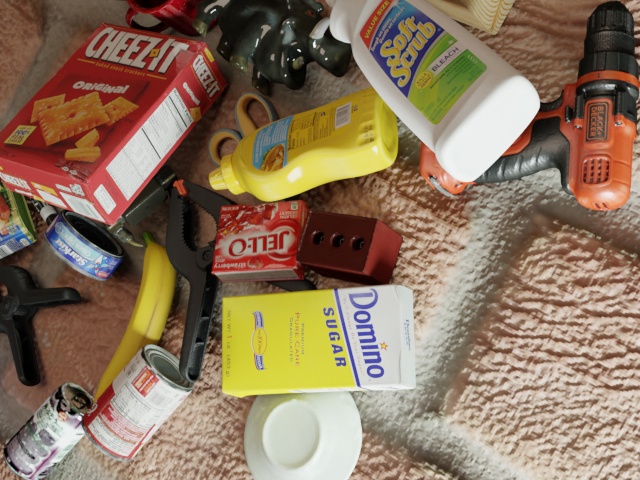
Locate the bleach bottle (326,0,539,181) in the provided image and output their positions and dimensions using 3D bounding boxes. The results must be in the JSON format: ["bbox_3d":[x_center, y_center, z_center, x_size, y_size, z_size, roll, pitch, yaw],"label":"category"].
[{"bbox_3d":[0.077,-0.161,0.947,0.102,0.068,0.251,-47,51,5],"label":"bleach bottle"}]

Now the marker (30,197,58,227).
[{"bbox_3d":[-0.330,-0.047,1.261,0.020,0.020,0.121,-47,57,12],"label":"marker"}]

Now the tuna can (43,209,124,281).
[{"bbox_3d":[-0.255,0.004,1.158,0.034,0.086,0.086,-51,56,7],"label":"tuna can"}]

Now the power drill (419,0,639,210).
[{"bbox_3d":[0.183,-0.113,0.932,0.188,0.057,0.184,-3,71,33],"label":"power drill"}]

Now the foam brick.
[{"bbox_3d":[0.027,0.008,0.996,0.078,0.051,0.053,8,74,33],"label":"foam brick"}]

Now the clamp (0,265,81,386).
[{"bbox_3d":[-0.347,0.088,1.221,0.172,0.039,0.120,21,83,41],"label":"clamp"}]

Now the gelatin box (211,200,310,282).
[{"bbox_3d":[-0.057,0.001,1.034,0.089,0.030,0.073,-3,64,19],"label":"gelatin box"}]

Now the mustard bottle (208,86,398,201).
[{"bbox_3d":[-0.022,-0.085,1.033,0.192,0.058,0.096,-16,42,20],"label":"mustard bottle"}]

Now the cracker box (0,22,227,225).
[{"bbox_3d":[-0.228,-0.132,1.135,0.164,0.072,0.213,17,60,33],"label":"cracker box"}]

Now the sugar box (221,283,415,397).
[{"bbox_3d":[-0.003,0.092,0.977,0.176,0.048,0.093,-7,76,22],"label":"sugar box"}]

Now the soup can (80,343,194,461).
[{"bbox_3d":[-0.184,0.163,1.077,0.102,0.068,0.069,-49,57,11],"label":"soup can"}]

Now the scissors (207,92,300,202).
[{"bbox_3d":[-0.062,-0.061,1.097,0.096,0.016,0.202,-29,62,24],"label":"scissors"}]

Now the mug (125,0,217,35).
[{"bbox_3d":[-0.164,-0.270,1.182,0.117,0.081,0.093,-41,59,15],"label":"mug"}]

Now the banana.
[{"bbox_3d":[-0.189,0.088,1.125,0.070,0.037,0.198,1,73,60],"label":"banana"}]

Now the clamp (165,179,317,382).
[{"bbox_3d":[-0.112,0.029,1.087,0.165,0.036,0.210,-40,60,10],"label":"clamp"}]

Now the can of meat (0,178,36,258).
[{"bbox_3d":[-0.389,-0.025,1.255,0.084,0.057,0.102,-25,62,-2],"label":"can of meat"}]
